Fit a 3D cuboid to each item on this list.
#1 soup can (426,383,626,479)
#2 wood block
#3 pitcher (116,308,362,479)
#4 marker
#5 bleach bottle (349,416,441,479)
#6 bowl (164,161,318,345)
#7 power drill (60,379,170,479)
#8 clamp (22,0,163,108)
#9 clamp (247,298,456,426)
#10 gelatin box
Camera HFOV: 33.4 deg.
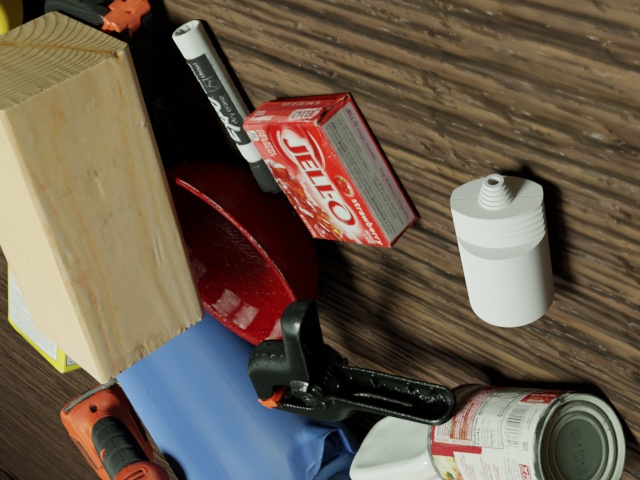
[{"bbox_3d":[0.119,0.120,0.629,0.068,0.068,0.102,52,154,-15],"label":"soup can"},{"bbox_3d":[-0.152,-0.025,0.673,0.091,0.090,0.206,29,142,41],"label":"wood block"},{"bbox_3d":[-0.086,0.123,0.837,0.243,0.149,0.145,51,-179,19],"label":"pitcher"},{"bbox_3d":[-0.052,-0.078,0.648,0.020,0.020,0.121,13,140,49],"label":"marker"},{"bbox_3d":[0.137,0.223,0.764,0.250,0.068,0.103,47,140,-14],"label":"bleach bottle"},{"bbox_3d":[-0.055,0.001,0.730,0.162,0.055,0.162,35,154,20],"label":"bowl"},{"bbox_3d":[-0.138,0.212,0.865,0.188,0.057,0.184,39,153,51],"label":"power drill"},{"bbox_3d":[-0.147,-0.113,0.719,0.164,0.036,0.210,52,157,-16],"label":"clamp"},{"bbox_3d":[0.010,0.091,0.681,0.120,0.039,0.172,35,158,-4],"label":"clamp"},{"bbox_3d":[0.005,-0.039,0.606,0.073,0.030,0.089,7,136,53],"label":"gelatin box"}]
